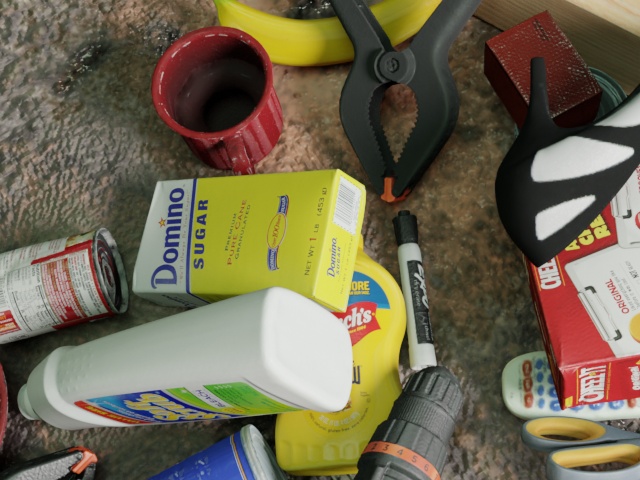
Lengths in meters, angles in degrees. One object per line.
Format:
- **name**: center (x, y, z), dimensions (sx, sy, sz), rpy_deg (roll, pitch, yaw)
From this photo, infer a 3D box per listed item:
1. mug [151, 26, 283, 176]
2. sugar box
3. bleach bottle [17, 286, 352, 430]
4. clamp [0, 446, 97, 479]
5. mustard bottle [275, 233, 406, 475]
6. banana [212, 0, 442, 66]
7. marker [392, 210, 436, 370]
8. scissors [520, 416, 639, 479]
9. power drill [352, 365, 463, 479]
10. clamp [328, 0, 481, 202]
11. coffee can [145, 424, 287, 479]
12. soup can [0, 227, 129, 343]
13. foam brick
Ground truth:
- **mug**: center (-0.071, -0.095, 0.821), dimensions (0.093, 0.081, 0.117), rpy_deg (-22, 70, 1)
- **sugar box**: center (-0.055, 0.001, 0.769), dimensions (0.177, 0.048, 0.093), rpy_deg (-1, 70, 35)
- **bleach bottle**: center (-0.108, 0.095, 0.741), dimensions (0.251, 0.102, 0.068), rpy_deg (-15, 58, 31)
- **clamp**: center (-0.226, 0.211, 0.745), dimensions (0.120, 0.039, 0.171), rpy_deg (37, 73, -26)
- **mustard bottle**: center (0.014, 0.068, 0.766), dimensions (0.096, 0.058, 0.191), rpy_deg (-6, 71, 10)
- **banana**: center (0.004, -0.172, 0.847), dimensions (0.198, 0.070, 0.037), rpy_deg (1, 31, 3)
- **marker**: center (0.069, 0.035, 0.788), dimensions (0.020, 0.020, 0.121), rpy_deg (-8, 71, 6)
- **scissors**: center (0.220, 0.131, 0.710), dimensions (0.201, 0.096, 0.016), rpy_deg (-4, 105, -31)
- **power drill**: center (0.101, 0.192, 0.677), dimensions (0.187, 0.057, 0.184), rpy_deg (31, 60, -1)
- **clamp**: center (0.068, -0.135, 0.791), dimensions (0.165, 0.036, 0.210), rpy_deg (-2, 94, 27)
- **coffee can**: center (-0.086, 0.201, 0.714), dimensions (0.140, 0.103, 0.103), rpy_deg (-27, 70, -1)
- **soup can**: center (-0.204, 0.035, 0.807), dimensions (0.102, 0.068, 0.068), rpy_deg (-14, 70, 4)
- **foam brick**: center (0.159, -0.115, 0.769), dimensions (0.053, 0.051, 0.078), rpy_deg (-27, 70, -2)
